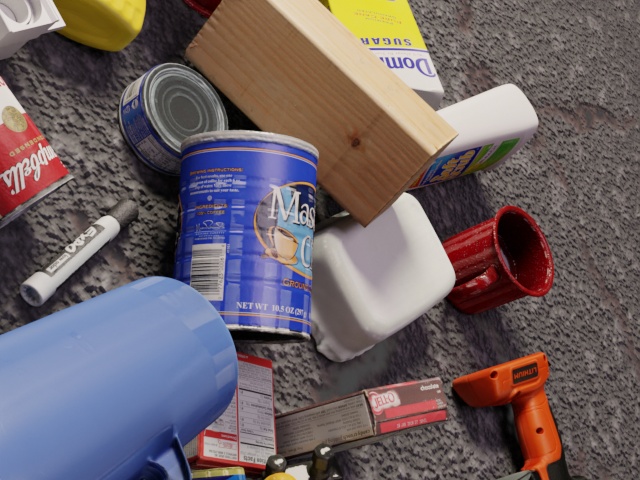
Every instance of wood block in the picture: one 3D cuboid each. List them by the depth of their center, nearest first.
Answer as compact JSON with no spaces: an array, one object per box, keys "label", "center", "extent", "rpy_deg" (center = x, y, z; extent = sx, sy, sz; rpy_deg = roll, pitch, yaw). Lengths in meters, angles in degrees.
[{"label":"wood block","center":[0.001,-0.120,0.880],"extent":[0.206,0.091,0.090],"rpy_deg":[44,25,4]}]

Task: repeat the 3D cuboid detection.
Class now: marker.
[{"label":"marker","center":[-0.165,0.005,0.748],"extent":[0.020,0.020,0.121],"rpy_deg":[53,41,-12]}]

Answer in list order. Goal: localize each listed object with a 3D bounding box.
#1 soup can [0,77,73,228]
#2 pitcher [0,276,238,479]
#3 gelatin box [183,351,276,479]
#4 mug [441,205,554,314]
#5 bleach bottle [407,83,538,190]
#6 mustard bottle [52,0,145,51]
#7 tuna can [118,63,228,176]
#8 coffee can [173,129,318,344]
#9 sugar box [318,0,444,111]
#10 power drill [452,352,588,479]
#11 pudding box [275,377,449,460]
[{"label":"soup can","center":[-0.218,-0.063,0.691],"extent":[0.102,0.069,0.068],"rpy_deg":[56,41,-8]},{"label":"pitcher","center":[-0.149,0.114,0.621],"extent":[0.242,0.145,0.149],"rpy_deg":[-29,101,-53]},{"label":"gelatin box","center":[-0.069,0.125,0.779],"extent":[0.073,0.030,0.089],"rpy_deg":[20,57,-41]},{"label":"mug","center":[0.161,0.028,1.034],"extent":[0.093,0.082,0.117],"rpy_deg":[58,40,-6]},{"label":"bleach bottle","center":[0.103,-0.086,1.035],"extent":[0.250,0.103,0.068],"rpy_deg":[-22,75,-41]},{"label":"mustard bottle","center":[-0.175,-0.246,0.840],"extent":[0.096,0.058,0.191],"rpy_deg":[25,54,-29]},{"label":"tuna can","center":[-0.115,-0.096,0.843],"extent":[0.086,0.034,0.086],"rpy_deg":[23,54,-37]},{"label":"coffee can","center":[-0.055,0.001,0.779],"extent":[0.102,0.103,0.140],"rpy_deg":[12,76,-43]},{"label":"sugar box","center":[0.048,-0.185,0.999],"extent":[0.093,0.048,0.176],"rpy_deg":[6,43,-22]},{"label":"power drill","center":[0.187,0.207,0.990],"extent":[0.184,0.057,0.188],"rpy_deg":[-9,79,-49]},{"label":"pudding box","center":[0.027,0.136,0.810],"extent":[0.089,0.114,0.039],"rpy_deg":[1,70,-47]}]
